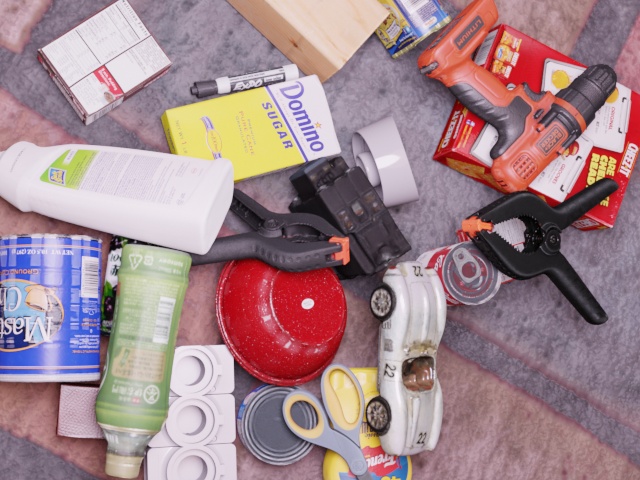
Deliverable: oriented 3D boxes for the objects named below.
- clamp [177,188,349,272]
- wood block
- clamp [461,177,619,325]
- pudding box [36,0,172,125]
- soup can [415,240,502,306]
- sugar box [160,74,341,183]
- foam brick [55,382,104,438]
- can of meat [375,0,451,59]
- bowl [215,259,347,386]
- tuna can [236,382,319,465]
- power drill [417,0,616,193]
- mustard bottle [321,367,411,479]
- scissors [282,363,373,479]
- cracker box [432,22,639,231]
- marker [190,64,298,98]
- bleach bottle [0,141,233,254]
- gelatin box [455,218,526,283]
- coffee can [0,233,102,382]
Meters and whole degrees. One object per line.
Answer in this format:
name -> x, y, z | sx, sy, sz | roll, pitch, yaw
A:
clamp -> -0.057, 0.001, 1.088 | 0.172, 0.039, 0.120 | 15, 48, 28
wood block -> -0.039, -0.276, 1.155 | 0.206, 0.091, 0.090 | 43, 76, -8
clamp -> 0.242, 0.009, 1.144 | 0.209, 0.036, 0.164 | 2, 86, -31
pudding box -> -0.226, -0.190, 1.123 | 0.113, 0.039, 0.090 | -37, 94, -17
soup can -> 0.146, 0.038, 1.170 | 0.068, 0.102, 0.068 | 1, 85, -16
sugar box -> -0.074, -0.114, 1.153 | 0.176, 0.048, 0.093 | -17, 90, -15
foam brick -> -0.227, 0.172, 1.081 | 0.078, 0.051, 0.053 | 6, 84, -15
can of meat -> 0.089, -0.256, 1.183 | 0.057, 0.102, 0.084 | -38, 97, -16
bowl -> -0.027, 0.069, 1.117 | 0.161, 0.055, 0.162 | 11, 70, -32
tuna can -> -0.046, 0.194, 1.138 | 0.086, 0.034, 0.086 | 1, 84, -15
power drill -> 0.212, -0.172, 1.153 | 0.187, 0.057, 0.184 | 46, 78, -8
mustard bottle -> 0.050, 0.234, 1.149 | 0.096, 0.058, 0.191 | 2, 85, -20
scissors -> 0.019, 0.230, 1.109 | 0.096, 0.016, 0.202 | -11, 84, 2
cracker box -> 0.258, -0.127, 1.233 | 0.213, 0.072, 0.164 | 24, 80, -13
marker -> -0.083, -0.174, 1.170 | 0.121, 0.020, 0.020 | -13, 88, -16
bleach bottle -> -0.221, -0.058, 1.073 | 0.251, 0.068, 0.102 | 13, 46, 8
gelatin box -> 0.207, 0.011, 1.227 | 0.089, 0.030, 0.073 | -17, 91, -16
coffee can -> -0.268, 0.068, 1.053 | 0.102, 0.103, 0.140 | 1, 84, -15
